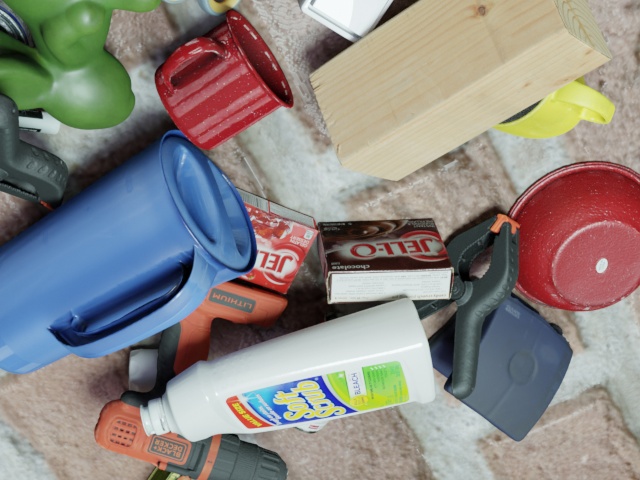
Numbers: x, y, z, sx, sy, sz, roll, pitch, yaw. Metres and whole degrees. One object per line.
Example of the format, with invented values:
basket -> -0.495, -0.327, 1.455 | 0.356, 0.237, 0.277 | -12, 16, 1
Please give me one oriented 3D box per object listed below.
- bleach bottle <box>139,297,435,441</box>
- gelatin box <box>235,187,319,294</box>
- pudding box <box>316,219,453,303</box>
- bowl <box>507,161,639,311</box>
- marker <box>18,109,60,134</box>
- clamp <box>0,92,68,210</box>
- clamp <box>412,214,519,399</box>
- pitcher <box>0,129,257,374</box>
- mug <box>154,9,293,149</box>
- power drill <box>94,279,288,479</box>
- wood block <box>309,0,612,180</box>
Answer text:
bleach bottle -> -0.030, 0.127, 0.930 | 0.251, 0.068, 0.102 | -16, 137, -2
gelatin box -> -0.056, 0.001, 0.975 | 0.089, 0.030, 0.073 | 21, 113, -17
pudding box -> 0.057, 0.018, 0.963 | 0.113, 0.090, 0.039 | -4, 119, -5
bowl -> 0.254, 0.010, 1.003 | 0.162, 0.055, 0.162 | -3, 119, -6
marker -> -0.274, -0.103, 0.874 | 0.120, 0.020, 0.020 | 4, 120, -34
clamp -> -0.255, -0.069, 0.838 | 0.165, 0.036, 0.209 | 4, 164, 27
clamp -> 0.123, 0.050, 0.997 | 0.039, 0.120, 0.171 | 29, 86, -59
pitcher -> -0.184, 0.026, 0.898 | 0.243, 0.149, 0.145 | -28, 86, 18
mug -> -0.085, -0.129, 0.860 | 0.082, 0.093, 0.117 | -31, 161, 15
power drill -> -0.095, 0.130, 0.982 | 0.184, 0.057, 0.187 | 19, 90, -13
wood block -> 0.105, -0.136, 0.835 | 0.206, 0.091, 0.090 | -29, 159, 30
